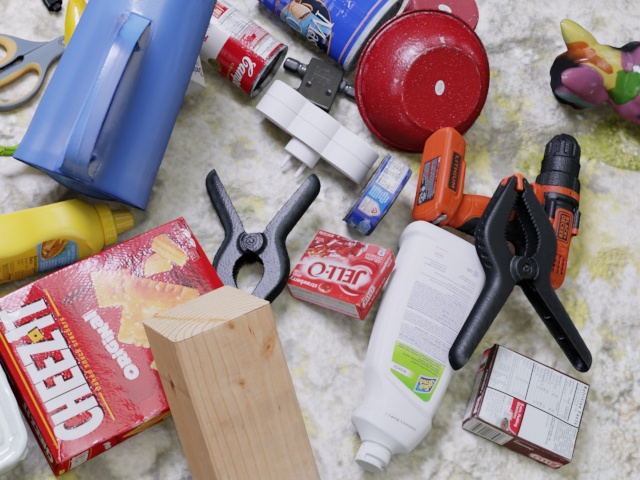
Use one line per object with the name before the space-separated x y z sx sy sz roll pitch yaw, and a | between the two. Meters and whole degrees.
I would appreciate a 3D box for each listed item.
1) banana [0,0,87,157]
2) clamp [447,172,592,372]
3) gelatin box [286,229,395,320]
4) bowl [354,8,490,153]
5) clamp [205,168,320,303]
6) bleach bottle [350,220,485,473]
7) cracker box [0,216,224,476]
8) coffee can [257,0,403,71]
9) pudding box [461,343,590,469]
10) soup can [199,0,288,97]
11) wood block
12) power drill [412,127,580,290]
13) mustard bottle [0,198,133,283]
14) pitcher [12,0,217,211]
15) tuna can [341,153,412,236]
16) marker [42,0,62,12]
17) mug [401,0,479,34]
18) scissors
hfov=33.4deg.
banana | -0.260 -0.155 1.091 0.069 0.037 0.197 41 57 -43
clamp | 0.191 0.037 1.079 0.164 0.036 0.210 -3 81 -25
gelatin box | 0.021 0.033 1.080 0.089 0.030 0.073 17 59 29
bowl | 0.121 -0.168 1.155 0.162 0.055 0.162 -5 107 -16
clamp | -0.057 0.001 1.079 0.120 0.039 0.171 -7 70 11
bleach bottle | 0.087 0.110 1.070 0.102 0.068 0.250 27 65 -4
cracker box | -0.184 0.093 0.996 0.213 0.072 0.164 -26 76 -23
coffee can | 0.007 -0.272 1.191 0.140 0.103 0.102 38 63 3
pudding box | 0.211 0.169 1.091 0.113 0.039 0.090 25 61 -6
soup can | -0.095 -0.212 1.156 0.102 0.069 0.068 36 63 3
wood block | -0.074 0.156 0.934 0.090 0.091 0.206 -22 107 -23
power drill | 0.198 -0.055 1.150 0.187 0.057 0.184 19 69 -20
mustard bottle | -0.269 0.001 0.999 0.191 0.096 0.058 -14 71 -21
pitcher | -0.184 -0.158 1.006 0.144 0.149 0.243 25 86 -50
tuna can | 0.060 -0.047 1.117 0.034 0.086 0.086 34 63 -1
marker | -0.317 -0.296 1.159 0.020 0.020 0.121 -32 79 -25
mug | 0.130 -0.256 1.230 0.093 0.082 0.117 0 67 -15
scissors | -0.292 -0.215 1.133 0.096 0.016 0.201 38 63 3
